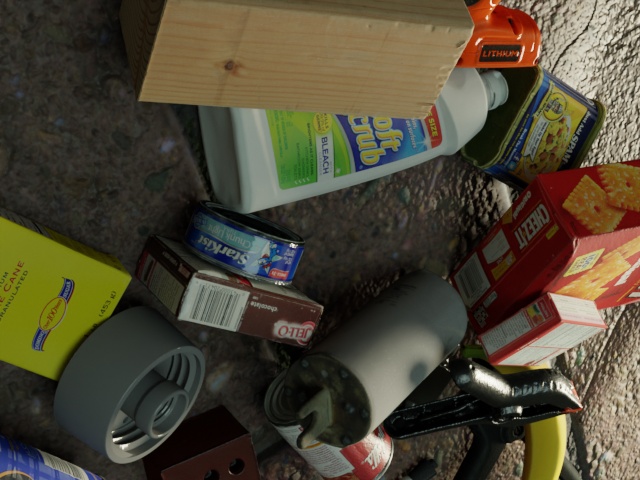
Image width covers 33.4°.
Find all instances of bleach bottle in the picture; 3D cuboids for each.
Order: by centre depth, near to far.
[{"bbox_3d":[0.036,-0.098,0.805,0.250,0.068,0.102,-18,112,-27],"label":"bleach bottle"}]

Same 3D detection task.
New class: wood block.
[{"bbox_3d":[-0.017,-0.146,0.705,0.205,0.090,0.091,1,141,-23],"label":"wood block"}]

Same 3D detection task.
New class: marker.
[{"bbox_3d":[0.060,0.241,0.977,0.121,0.020,0.020,-37,123,-13],"label":"marker"}]

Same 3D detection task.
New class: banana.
[{"bbox_3d":[0.187,0.157,0.965,0.069,0.037,0.198,-22,113,6],"label":"banana"}]

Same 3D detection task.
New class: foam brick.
[{"bbox_3d":[-0.095,0.175,0.841,0.078,0.051,0.053,-21,118,-21],"label":"foam brick"}]

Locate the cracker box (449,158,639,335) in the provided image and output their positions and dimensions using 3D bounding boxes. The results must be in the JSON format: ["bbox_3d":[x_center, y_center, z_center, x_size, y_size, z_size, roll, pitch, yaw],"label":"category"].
[{"bbox_3d":[0.241,0.003,0.906,0.213,0.072,0.164,-8,152,-27],"label":"cracker box"}]

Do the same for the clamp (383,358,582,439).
[{"bbox_3d":[0.139,0.136,0.890,0.171,0.120,0.039,11,58,-34],"label":"clamp"}]

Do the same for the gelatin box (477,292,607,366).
[{"bbox_3d":[0.184,0.074,0.880,0.073,0.030,0.089,-37,153,30],"label":"gelatin box"}]

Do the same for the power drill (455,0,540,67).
[{"bbox_3d":[0.163,-0.219,0.791,0.184,0.057,0.188,-5,135,-31],"label":"power drill"}]

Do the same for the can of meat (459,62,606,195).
[{"bbox_3d":[0.176,-0.090,0.891,0.083,0.058,0.102,25,96,-33],"label":"can of meat"}]

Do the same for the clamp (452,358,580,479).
[{"bbox_3d":[0.168,0.179,1.004,0.164,0.036,0.210,-20,115,-20],"label":"clamp"}]

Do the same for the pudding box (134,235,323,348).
[{"bbox_3d":[-0.067,0.037,0.780,0.113,0.090,0.039,19,97,-33],"label":"pudding box"}]

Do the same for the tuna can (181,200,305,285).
[{"bbox_3d":[-0.055,0.001,0.775,0.086,0.086,0.034,17,98,-34],"label":"tuna can"}]

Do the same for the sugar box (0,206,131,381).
[{"bbox_3d":[-0.225,0.024,0.711,0.176,0.048,0.093,27,94,-36],"label":"sugar box"}]

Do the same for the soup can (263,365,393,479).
[{"bbox_3d":[0.007,0.153,0.881,0.068,0.069,0.102,-43,124,-9],"label":"soup can"}]
